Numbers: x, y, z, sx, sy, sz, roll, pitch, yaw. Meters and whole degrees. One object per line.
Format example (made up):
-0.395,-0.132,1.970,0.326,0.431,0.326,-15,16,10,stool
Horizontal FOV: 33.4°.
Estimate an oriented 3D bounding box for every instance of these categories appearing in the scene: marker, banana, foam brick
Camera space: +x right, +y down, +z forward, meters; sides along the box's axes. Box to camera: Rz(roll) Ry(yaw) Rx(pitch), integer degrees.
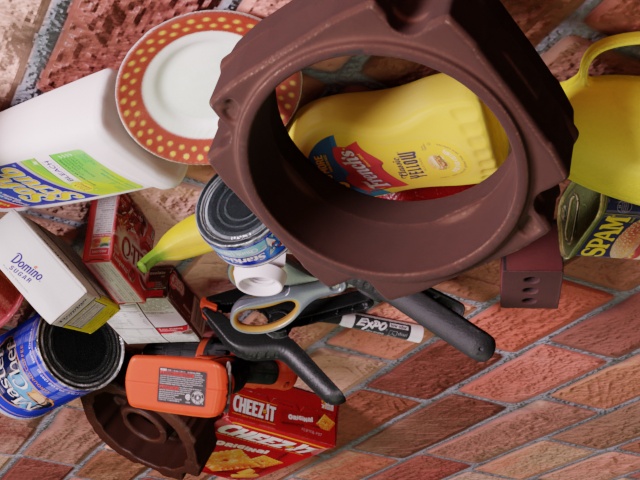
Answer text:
0.050,0.087,1.118,0.121,0.020,0.020,13,151,-16,marker
-0.057,-0.010,0.901,0.198,0.069,0.037,-14,129,20,banana
0.186,0.023,0.945,0.053,0.051,0.078,0,152,9,foam brick

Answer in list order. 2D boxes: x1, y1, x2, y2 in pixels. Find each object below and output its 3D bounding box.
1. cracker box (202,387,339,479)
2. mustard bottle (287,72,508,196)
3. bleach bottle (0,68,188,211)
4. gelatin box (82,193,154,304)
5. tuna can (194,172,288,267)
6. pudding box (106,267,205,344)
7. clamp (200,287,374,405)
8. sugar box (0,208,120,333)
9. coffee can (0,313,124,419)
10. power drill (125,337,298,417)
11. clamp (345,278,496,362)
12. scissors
-0.103,0.247,1.384,0.164,0.072,0.214,20,147,-28,cracker box
0.036,-0.070,0.784,0.192,0.058,0.096,-7,148,21,mustard bottle
-0.227,-0.060,0.837,0.251,0.068,0.102,-13,149,33,bleach bottle
-0.175,0.006,0.938,0.030,0.073,0.089,-4,151,12,gelatin box
-0.057,-0.023,0.855,0.086,0.086,0.033,-8,148,21,tuna can
-0.176,0.068,1.094,0.090,0.039,0.113,-3,149,14,pudding box
-0.038,0.097,1.050,0.171,0.120,0.039,6,147,4,clamp
-0.228,0.031,0.916,0.093,0.048,0.176,47,176,5,sugar box
-0.292,0.129,1.154,0.102,0.103,0.141,24,146,-33,coffee can
-0.132,0.136,1.125,0.185,0.057,0.187,2,-177,16,power drill
0.057,0.038,0.931,0.210,0.036,0.164,29,-176,-12,clamp
0.000,0.027,1.006,0.202,0.016,0.096,-24,114,8,scissors
